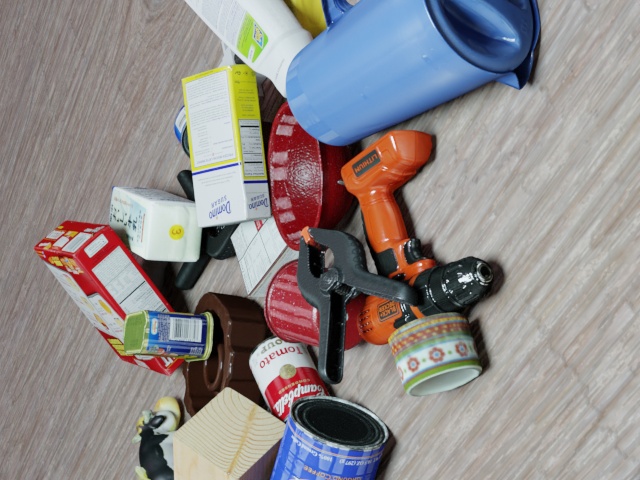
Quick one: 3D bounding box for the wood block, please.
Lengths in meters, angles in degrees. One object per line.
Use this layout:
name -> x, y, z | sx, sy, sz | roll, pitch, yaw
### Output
wood block -> -0.097, 0.274, 1.158 | 0.090, 0.090, 0.206 | 29, 135, 25

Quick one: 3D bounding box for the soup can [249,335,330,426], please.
soup can -> -0.031, 0.161, 1.167 | 0.069, 0.068, 0.102 | -61, 41, 33

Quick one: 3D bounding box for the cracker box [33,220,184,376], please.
cracker box -> -0.275, 0.074, 1.441 | 0.164, 0.072, 0.213 | 5, 134, 57

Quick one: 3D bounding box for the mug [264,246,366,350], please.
mug -> 0.005, 0.058, 1.110 | 0.082, 0.093, 0.117 | 12, 86, 52

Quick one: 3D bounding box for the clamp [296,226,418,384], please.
clamp -> 0.015, 0.053, 1.018 | 0.120, 0.039, 0.172 | -48, 38, 6

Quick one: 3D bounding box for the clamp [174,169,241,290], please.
clamp -> -0.144, -0.030, 1.386 | 0.210, 0.036, 0.164 | -21, 70, 58

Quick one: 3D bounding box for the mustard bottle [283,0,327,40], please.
mustard bottle -> -0.058, -0.271, 1.260 | 0.192, 0.058, 0.096 | 1, 94, 57

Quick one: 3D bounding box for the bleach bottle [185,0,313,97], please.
bleach bottle -> -0.073, -0.238, 1.183 | 0.251, 0.068, 0.103 | 52, 150, 21

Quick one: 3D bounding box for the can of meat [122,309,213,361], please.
can of meat -> -0.186, 0.114, 1.289 | 0.102, 0.083, 0.057 | 163, 112, -64

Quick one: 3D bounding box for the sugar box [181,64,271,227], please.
sugar box -> -0.108, -0.106, 1.221 | 0.094, 0.048, 0.176 | -6, 92, 47

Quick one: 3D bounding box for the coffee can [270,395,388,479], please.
coffee can -> 0.001, 0.243, 1.079 | 0.103, 0.102, 0.140 | 39, 118, 51

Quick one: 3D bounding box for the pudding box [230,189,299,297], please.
pudding box -> -0.058, 0.001, 1.252 | 0.114, 0.039, 0.090 | -52, 47, 43

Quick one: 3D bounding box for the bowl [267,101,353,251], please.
bowl -> -0.006, -0.070, 1.146 | 0.162, 0.055, 0.162 | 176, 90, -68

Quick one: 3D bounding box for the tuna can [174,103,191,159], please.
tuna can -> -0.135, -0.138, 1.309 | 0.034, 0.086, 0.086 | 57, 132, 43

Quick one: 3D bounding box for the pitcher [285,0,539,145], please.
pitcher -> 0.066, -0.182, 0.980 | 0.243, 0.144, 0.149 | -24, 66, 53

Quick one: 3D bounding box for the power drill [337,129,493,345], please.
power drill -> 0.085, -0.006, 1.017 | 0.185, 0.057, 0.187 | -32, 61, 51
